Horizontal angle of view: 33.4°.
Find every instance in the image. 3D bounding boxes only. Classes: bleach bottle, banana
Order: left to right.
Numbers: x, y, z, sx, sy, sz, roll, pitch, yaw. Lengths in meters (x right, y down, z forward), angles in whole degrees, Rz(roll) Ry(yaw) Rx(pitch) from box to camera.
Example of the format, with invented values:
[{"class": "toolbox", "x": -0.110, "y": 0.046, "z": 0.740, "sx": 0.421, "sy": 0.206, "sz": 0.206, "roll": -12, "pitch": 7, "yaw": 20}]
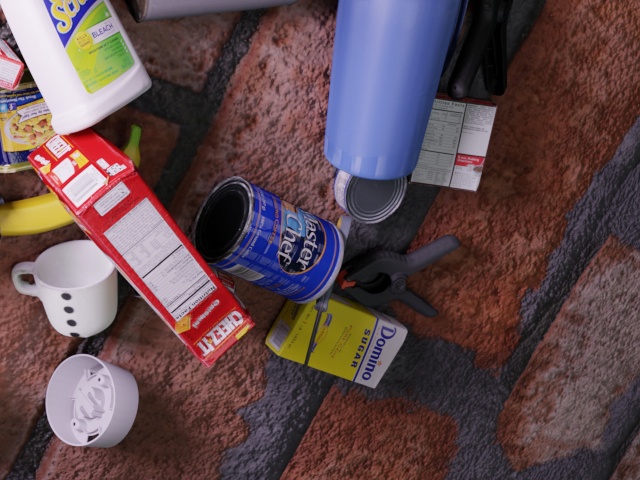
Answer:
[{"class": "bleach bottle", "x": -0.250, "y": -0.227, "z": 0.951, "sx": 0.102, "sy": 0.068, "sz": 0.251, "roll": -43, "pitch": 115, "yaw": -40}, {"class": "banana", "x": -0.261, "y": -0.048, "z": 1.090, "sx": 0.197, "sy": 0.037, "sz": 0.069, "roll": -31, "pitch": 124, "yaw": -12}]

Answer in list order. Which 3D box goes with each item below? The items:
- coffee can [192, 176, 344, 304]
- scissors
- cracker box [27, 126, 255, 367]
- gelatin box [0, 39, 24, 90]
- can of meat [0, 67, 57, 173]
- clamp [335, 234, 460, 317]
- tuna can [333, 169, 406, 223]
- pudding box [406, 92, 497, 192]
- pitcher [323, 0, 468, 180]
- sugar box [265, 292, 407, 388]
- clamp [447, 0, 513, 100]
[{"class": "coffee can", "x": -0.058, "y": 0.001, "z": 1.198, "sx": 0.140, "sy": 0.103, "sz": 0.103, "roll": 26, "pitch": 99, "yaw": -38}, {"class": "scissors", "x": 0.002, "y": 0.068, "z": 1.252, "sx": 0.016, "sy": 0.096, "sz": 0.201, "roll": 17, "pitch": 79, "yaw": -3}, {"class": "cracker box", "x": -0.168, "y": 0.000, "z": 1.010, "sx": 0.072, "sy": 0.164, "sz": 0.213, "roll": -41, "pitch": 125, "yaw": -9}, {"class": "gelatin box", "x": -0.321, "y": -0.171, "z": 0.964, "sx": 0.089, "sy": 0.073, "sz": 0.030, "roll": 17, "pitch": 106, "yaw": -37}, {"class": "can of meat", "x": -0.275, "y": -0.120, "z": 1.031, "sx": 0.101, "sy": 0.058, "sz": 0.084, "roll": -15, "pitch": 119, "yaw": -25}, {"class": "clamp", "x": 0.101, "y": 0.039, "z": 1.356, "sx": 0.171, "sy": 0.039, "sz": 0.120, "roll": 7, "pitch": 109, "yaw": -34}, {"class": "tuna can", "x": 0.059, "y": -0.065, "z": 1.277, "sx": 0.086, "sy": 0.034, "sz": 0.086, "roll": -14, "pitch": 121, "yaw": -25}, {"class": "pudding box", "x": 0.156, "y": -0.119, "z": 1.284, "sx": 0.090, "sy": 0.039, "sz": 0.113, "roll": 8, "pitch": 108, "yaw": -6}, {"class": "pitcher", "x": 0.081, "y": -0.196, "z": 1.168, "sx": 0.149, "sy": 0.145, "sz": 0.243, "roll": 8, "pitch": 117, "yaw": -2}, {"class": "sugar box", "x": 0.023, "y": 0.121, "z": 1.348, "sx": 0.176, "sy": 0.048, "sz": 0.093, "roll": 24, "pitch": 100, "yaw": -37}, {"class": "clamp", "x": 0.201, "y": -0.261, "z": 1.239, "sx": 0.164, "sy": 0.036, "sz": 0.210, "roll": -6, "pitch": 108, "yaw": -66}]
